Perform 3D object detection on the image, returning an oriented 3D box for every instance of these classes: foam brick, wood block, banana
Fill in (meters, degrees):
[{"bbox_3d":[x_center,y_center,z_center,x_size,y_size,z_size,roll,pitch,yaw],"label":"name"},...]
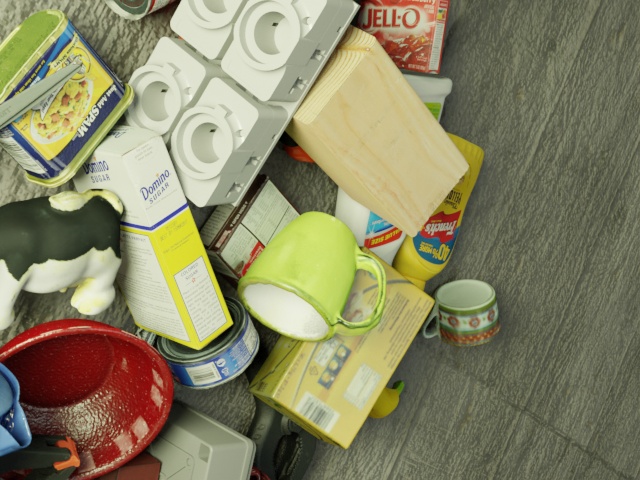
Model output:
[{"bbox_3d":[-0.180,0.219,0.922,0.051,0.053,0.078,6,99,-49],"label":"foam brick"},{"bbox_3d":[0.037,-0.099,0.924,0.090,0.091,0.205,-51,141,-3],"label":"wood block"},{"bbox_3d":[0.046,0.138,1.125,0.197,0.037,0.069,61,27,-50],"label":"banana"}]

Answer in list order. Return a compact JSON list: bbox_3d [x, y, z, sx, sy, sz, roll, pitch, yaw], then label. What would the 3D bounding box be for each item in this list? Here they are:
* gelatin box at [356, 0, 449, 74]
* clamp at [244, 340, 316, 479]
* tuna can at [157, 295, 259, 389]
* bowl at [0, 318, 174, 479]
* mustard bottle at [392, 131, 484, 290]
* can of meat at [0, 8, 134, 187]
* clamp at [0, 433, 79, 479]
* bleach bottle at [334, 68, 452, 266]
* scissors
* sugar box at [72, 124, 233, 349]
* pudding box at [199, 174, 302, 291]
[{"bbox_3d":[0.075,-0.202,1.021,0.030,0.089,0.073,-10,111,-57],"label":"gelatin box"},{"bbox_3d":[-0.043,0.173,1.073,0.164,0.036,0.210,12,91,-49],"label":"clamp"},{"bbox_3d":[-0.099,0.088,0.938,0.086,0.086,0.033,-45,132,-29],"label":"tuna can"},{"bbox_3d":[-0.199,0.115,0.830,0.162,0.055,0.162,-13,128,-17],"label":"bowl"},{"bbox_3d":[0.114,-0.021,1.161,0.096,0.058,0.191,16,92,-49],"label":"mustard bottle"},{"bbox_3d":[-0.198,-0.104,0.774,0.102,0.058,0.084,-56,135,-19],"label":"can of meat"},{"bbox_3d":[-0.267,0.184,0.787,0.171,0.039,0.120,-31,131,-10],"label":"clamp"},{"bbox_3d":[0.063,-0.048,1.089,0.102,0.068,0.251,-4,109,-42],"label":"bleach bottle"},{"bbox_3d":[-0.259,-0.070,0.702,0.202,0.016,0.096,-47,127,2],"label":"scissors"},{"bbox_3d":[-0.136,-0.005,0.841,0.048,0.094,0.176,-35,123,-34],"label":"sugar box"},{"bbox_3d":[-0.057,0.001,0.991,0.090,0.039,0.113,-58,140,-16],"label":"pudding box"}]
